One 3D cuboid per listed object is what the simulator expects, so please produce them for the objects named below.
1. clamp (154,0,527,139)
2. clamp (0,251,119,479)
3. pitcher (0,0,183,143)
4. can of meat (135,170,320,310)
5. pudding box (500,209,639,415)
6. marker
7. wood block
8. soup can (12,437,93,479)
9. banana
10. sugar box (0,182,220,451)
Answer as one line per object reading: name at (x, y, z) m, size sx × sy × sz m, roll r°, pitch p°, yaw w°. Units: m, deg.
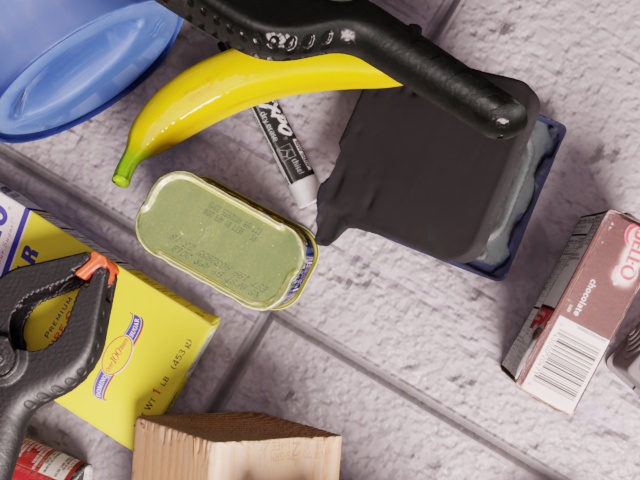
clamp at (0.012, -0.123, 0.570) m, size 0.209 × 0.036 × 0.164 m, roll 0°, pitch 54°, yaw -13°
clamp at (-0.190, 0.068, 0.614) m, size 0.120 × 0.039 × 0.171 m, roll 34°, pitch 80°, yaw 5°
pitcher at (-0.205, -0.182, 0.622) m, size 0.145 × 0.149 × 0.243 m, roll -39°, pitch 83°, yaw 27°
can of meat at (-0.054, 0.001, 0.632) m, size 0.102 × 0.084 × 0.057 m, roll 28°, pitch 91°, yaw 4°
pudding box at (0.149, 0.039, 0.617) m, size 0.039 × 0.090 × 0.113 m, roll 29°, pitch 91°, yaw 5°
marker at (-0.032, -0.078, 0.665) m, size 0.020 × 0.020 × 0.121 m, roll -27°, pitch 87°, yaw 3°
wood block at (-0.055, 0.208, 0.610) m, size 0.090 × 0.091 × 0.206 m, roll 5°, pitch 89°, yaw -38°
soup can at (-0.199, 0.149, 0.647) m, size 0.102 × 0.068 × 0.068 m, roll 21°, pitch 90°, yaw 4°
banana at (-0.033, -0.088, 0.627) m, size 0.198 × 0.037 × 0.069 m, roll -20°, pitch 63°, yaw 9°
sugar box at (-0.159, 0.043, 0.657) m, size 0.176 × 0.048 × 0.093 m, roll 31°, pitch 91°, yaw 2°
